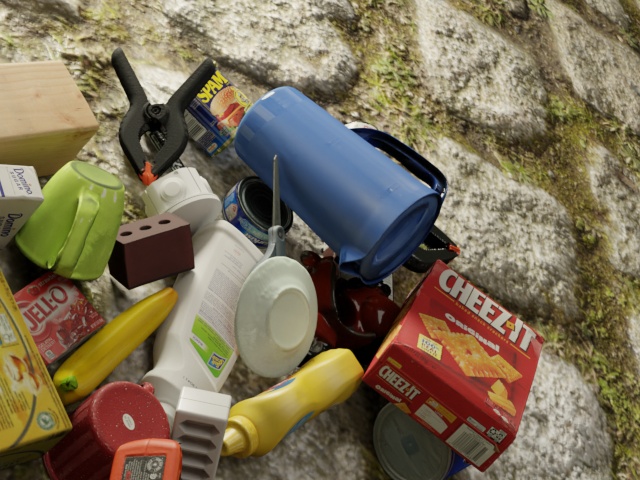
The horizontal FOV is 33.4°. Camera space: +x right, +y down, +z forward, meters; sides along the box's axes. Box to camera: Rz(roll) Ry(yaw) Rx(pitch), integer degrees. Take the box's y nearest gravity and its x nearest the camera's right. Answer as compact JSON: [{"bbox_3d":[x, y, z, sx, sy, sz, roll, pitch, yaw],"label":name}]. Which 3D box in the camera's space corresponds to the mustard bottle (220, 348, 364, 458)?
[{"bbox_3d":[-0.040,0.174,1.091,0.191,0.096,0.058,-25,81,-52],"label":"mustard bottle"}]

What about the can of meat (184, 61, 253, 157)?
[{"bbox_3d":[-0.133,-0.160,1.318,0.084,0.058,0.102,45,37,-10],"label":"can of meat"}]

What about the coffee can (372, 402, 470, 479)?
[{"bbox_3d":[0.143,0.218,1.233,0.140,0.103,0.103,-11,67,-49],"label":"coffee can"}]

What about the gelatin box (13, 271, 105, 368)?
[{"bbox_3d":[-0.259,0.075,1.011,0.073,0.030,0.089,49,37,0],"label":"gelatin box"}]

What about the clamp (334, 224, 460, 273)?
[{"bbox_3d":[0.092,-0.004,1.360,0.209,0.036,0.164,26,44,-25],"label":"clamp"}]

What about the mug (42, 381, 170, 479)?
[{"bbox_3d":[-0.184,0.172,0.961,0.093,0.082,0.117,44,38,-8],"label":"mug"}]

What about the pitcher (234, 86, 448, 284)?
[{"bbox_3d":[0.022,-0.077,1.256,0.243,0.145,0.149,42,15,21],"label":"pitcher"}]

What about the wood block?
[{"bbox_3d":[-0.335,-0.112,1.044,0.205,0.091,0.090,-17,71,-50],"label":"wood block"}]

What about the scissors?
[{"bbox_3d":[-0.058,0.001,1.165,0.096,0.016,0.202,1,78,-59],"label":"scissors"}]

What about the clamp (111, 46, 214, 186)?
[{"bbox_3d":[-0.198,-0.149,1.230,0.120,0.039,0.171,12,67,4],"label":"clamp"}]

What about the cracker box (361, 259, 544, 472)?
[{"bbox_3d":[0.155,0.131,1.190,0.164,0.072,0.213,37,31,1],"label":"cracker box"}]

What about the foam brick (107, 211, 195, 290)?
[{"bbox_3d":[-0.177,0.009,1.099,0.078,0.053,0.051,-19,117,-30],"label":"foam brick"}]

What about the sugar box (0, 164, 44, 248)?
[{"bbox_3d":[-0.350,-0.031,0.959,0.175,0.093,0.048,-2,61,-47],"label":"sugar box"}]

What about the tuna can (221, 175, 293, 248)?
[{"bbox_3d":[-0.075,-0.035,1.287,0.086,0.034,0.086,26,43,-28],"label":"tuna can"}]

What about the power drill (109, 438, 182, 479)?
[{"bbox_3d":[-0.126,0.265,0.884,0.187,0.057,0.184,76,11,-49],"label":"power drill"}]

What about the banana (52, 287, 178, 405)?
[{"bbox_3d":[-0.200,0.106,1.013,0.037,0.070,0.197,59,30,-12],"label":"banana"}]

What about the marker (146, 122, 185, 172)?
[{"bbox_3d":[-0.171,-0.090,1.249,0.020,0.020,0.121,-21,74,-51],"label":"marker"}]

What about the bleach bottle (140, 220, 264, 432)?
[{"bbox_3d":[-0.128,0.094,1.100,0.102,0.068,0.250,44,39,-18],"label":"bleach bottle"}]
